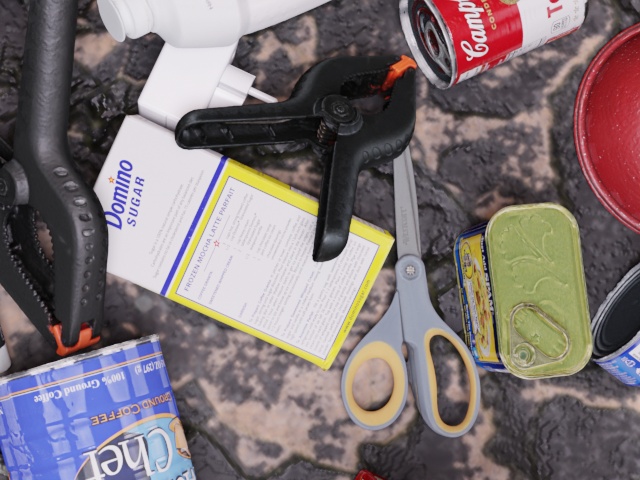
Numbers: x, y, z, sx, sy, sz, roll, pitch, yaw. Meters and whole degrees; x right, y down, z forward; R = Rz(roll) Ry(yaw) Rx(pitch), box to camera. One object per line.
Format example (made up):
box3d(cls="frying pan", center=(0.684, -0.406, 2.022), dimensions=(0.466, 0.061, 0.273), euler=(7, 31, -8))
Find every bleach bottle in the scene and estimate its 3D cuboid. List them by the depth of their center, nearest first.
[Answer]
box3d(cls="bleach bottle", center=(-0.022, -0.189, 0.643), dimensions=(0.250, 0.068, 0.102), euler=(-30, 90, -23))

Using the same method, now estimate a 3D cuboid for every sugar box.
box3d(cls="sugar box", center=(-0.054, 0.001, 0.653), dimensions=(0.176, 0.048, 0.093), euler=(26, 95, -3))

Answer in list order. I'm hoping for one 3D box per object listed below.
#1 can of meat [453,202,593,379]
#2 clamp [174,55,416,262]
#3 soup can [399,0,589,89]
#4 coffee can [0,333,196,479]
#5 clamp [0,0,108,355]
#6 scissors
box3d(cls="can of meat", center=(0.122, 0.033, 0.661), dimensions=(0.057, 0.084, 0.102), euler=(-6, 85, -9))
box3d(cls="clamp", center=(-0.004, -0.070, 0.645), dimensions=(0.120, 0.039, 0.171), euler=(37, 48, 1))
box3d(cls="soup can", center=(0.111, -0.148, 0.686), dimensions=(0.102, 0.068, 0.068), euler=(-25, 89, -11))
box3d(cls="coffee can", center=(-0.123, 0.134, 0.607), dimensions=(0.102, 0.103, 0.140), euler=(-15, 87, -9))
box3d(cls="clamp", center=(-0.177, -0.037, 0.616), dimensions=(0.036, 0.165, 0.210), euler=(-19, 99, -52))
box3d(cls="scissors", center=(0.041, 0.033, 0.684), dimensions=(0.096, 0.016, 0.202), euler=(-19, 79, -1))
